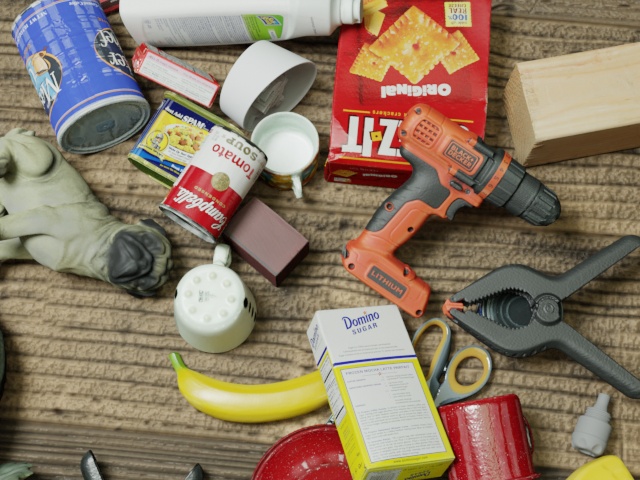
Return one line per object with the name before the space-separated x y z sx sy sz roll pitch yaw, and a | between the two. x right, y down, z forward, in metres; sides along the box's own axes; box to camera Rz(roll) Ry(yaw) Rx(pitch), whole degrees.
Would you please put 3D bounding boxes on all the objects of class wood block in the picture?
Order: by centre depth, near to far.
wood block | 0.309 -0.148 1.135 0.206 0.091 0.090 -10 75 -3

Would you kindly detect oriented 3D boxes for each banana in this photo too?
banana | -0.059 0.149 1.075 0.198 0.037 0.069 4 75 1

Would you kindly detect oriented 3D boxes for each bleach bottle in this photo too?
bleach bottle | -0.079 -0.244 1.135 0.251 0.102 0.068 3 77 10

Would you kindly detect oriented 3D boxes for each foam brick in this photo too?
foam brick | -0.057 0.001 1.110 0.078 0.053 0.051 40 77 9

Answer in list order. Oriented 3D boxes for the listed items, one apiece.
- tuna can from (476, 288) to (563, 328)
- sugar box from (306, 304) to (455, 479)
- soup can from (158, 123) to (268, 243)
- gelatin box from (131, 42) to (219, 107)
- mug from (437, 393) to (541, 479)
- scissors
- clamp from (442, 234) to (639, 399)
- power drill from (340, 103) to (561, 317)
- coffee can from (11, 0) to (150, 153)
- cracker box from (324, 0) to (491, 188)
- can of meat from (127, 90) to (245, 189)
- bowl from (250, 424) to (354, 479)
tuna can | 0.205 0.076 1.098 0.086 0.034 0.086 0 74 0
sugar box | 0.055 0.147 1.036 0.093 0.048 0.176 -3 51 -22
soup can | -0.106 -0.057 1.071 0.068 0.068 0.102 31 80 8
gelatin box | -0.155 -0.176 1.135 0.089 0.073 0.030 24 100 -18
mug | 0.168 0.194 1.037 0.117 0.093 0.081 -1 77 -41
scissors | 0.116 0.180 1.078 0.096 0.016 0.201 11 77 1
clamp | 0.230 0.062 1.064 0.210 0.036 0.164 9 74 3
power drill | 0.123 -0.018 1.076 0.184 0.057 0.188 34 99 -2
coffee can | -0.255 -0.178 1.135 0.102 0.103 0.140 -25 75 -7
cracker box | 0.095 -0.166 1.149 0.164 0.072 0.213 5 75 2
can of meat | -0.142 -0.096 1.136 0.102 0.057 0.084 29 78 8
bowl | 0.010 0.258 1.021 0.162 0.055 0.162 1 82 -6
